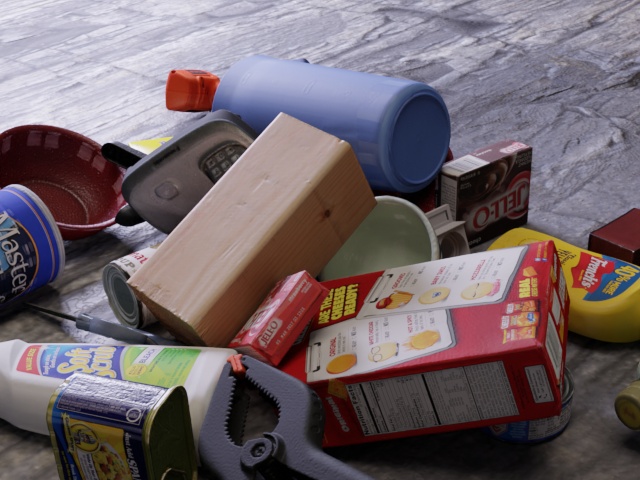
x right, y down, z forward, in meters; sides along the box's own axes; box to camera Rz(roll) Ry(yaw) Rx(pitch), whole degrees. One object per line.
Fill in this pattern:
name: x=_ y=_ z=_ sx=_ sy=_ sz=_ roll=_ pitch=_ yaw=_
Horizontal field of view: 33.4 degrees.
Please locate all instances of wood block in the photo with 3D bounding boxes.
wood block: x=-0.056 y=0.002 z=0.931 sx=0.090 sy=0.090 sz=0.206 roll=28 pitch=69 yaw=36

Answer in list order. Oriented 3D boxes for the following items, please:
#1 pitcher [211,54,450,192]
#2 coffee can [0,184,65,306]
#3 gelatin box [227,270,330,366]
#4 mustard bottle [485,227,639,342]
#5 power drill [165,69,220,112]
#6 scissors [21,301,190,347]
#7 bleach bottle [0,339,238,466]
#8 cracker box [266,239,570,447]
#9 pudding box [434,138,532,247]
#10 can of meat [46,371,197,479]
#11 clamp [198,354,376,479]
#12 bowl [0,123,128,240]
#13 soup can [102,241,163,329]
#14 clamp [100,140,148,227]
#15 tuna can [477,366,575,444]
pitcher: x=0.005 y=-0.110 z=1.100 sx=0.144 sy=0.149 sz=0.243 roll=-7 pitch=15 yaw=-45
coffee can: x=-0.325 y=0.019 z=0.992 sx=0.103 sy=0.103 sz=0.140 roll=22 pitch=36 yaw=35
gelatin box: x=-0.035 y=0.064 z=0.849 sx=0.073 sy=0.030 sz=0.089 roll=-53 pitch=8 yaw=-15
mustard bottle: x=0.243 y=0.047 z=0.965 sx=0.192 sy=0.058 sz=0.096 roll=21 pitch=36 yaw=34
power drill: x=-0.099 y=-0.178 z=1.351 sx=0.188 sy=0.057 sz=0.184 roll=12 pitch=9 yaw=21
scissors: x=-0.209 y=0.071 z=0.937 sx=0.202 sy=0.016 sz=0.096 roll=14 pitch=-9 yaw=23
bleach bottle: x=-0.194 y=0.121 z=0.844 sx=0.251 sy=0.068 sz=0.102 roll=3 pitch=23 yaw=11
cracker box: x=0.083 y=0.082 z=0.838 sx=0.214 sy=0.072 sz=0.164 roll=-12 pitch=23 yaw=20
pudding box: x=0.169 y=-0.047 z=1.107 sx=0.113 sy=0.090 sz=0.039 roll=-21 pitch=33 yaw=-30
can of meat: x=-0.140 y=0.146 z=0.756 sx=0.084 sy=0.102 sz=0.057 roll=7 pitch=30 yaw=19
clamp: x=-0.041 y=0.159 z=0.717 sx=0.164 sy=0.036 sz=0.210 roll=-32 pitch=39 yaw=-2
bowl: x=-0.282 y=-0.051 z=1.131 sx=0.162 sy=0.055 sz=0.162 roll=20 pitch=38 yaw=-16
soup can: x=-0.142 y=0.035 z=0.992 sx=0.102 sy=0.068 sz=0.069 roll=-23 pitch=35 yaw=-33
clamp: x=-0.156 y=-0.064 z=1.158 sx=0.171 sy=0.039 sz=0.120 roll=-1 pitch=52 yaw=-34
tuna can: x=0.158 y=0.124 z=0.852 sx=0.086 sy=0.034 sz=0.086 roll=-1 pitch=29 yaw=0
